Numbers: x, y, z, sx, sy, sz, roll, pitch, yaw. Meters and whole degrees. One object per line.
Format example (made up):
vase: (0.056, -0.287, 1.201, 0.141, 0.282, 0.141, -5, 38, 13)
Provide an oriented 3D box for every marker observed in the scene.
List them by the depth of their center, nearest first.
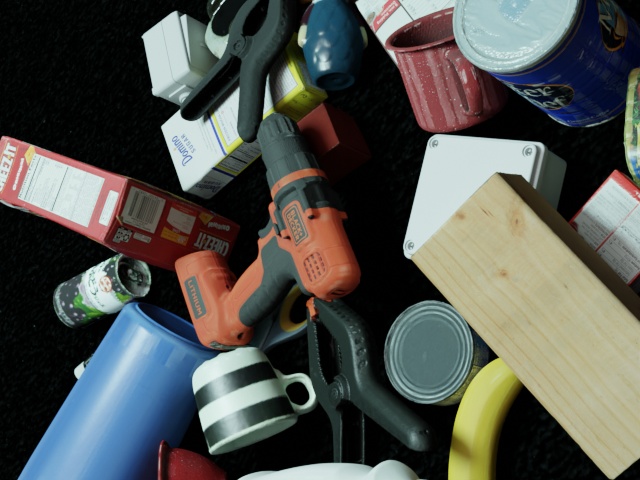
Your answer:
marker: (-0.221, 0.111, 1.150, 0.121, 0.020, 0.020, -41, 56, 22)

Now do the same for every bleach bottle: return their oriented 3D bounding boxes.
bleach bottle: (0.012, 0.216, 0.847, 0.251, 0.068, 0.102, -35, 59, 54)

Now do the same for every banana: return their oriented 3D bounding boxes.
banana: (0.133, 0.174, 0.841, 0.070, 0.037, 0.198, 8, 82, 40)

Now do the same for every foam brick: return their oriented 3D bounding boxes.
foam brick: (-0.002, -0.084, 1.011, 0.078, 0.052, 0.051, -35, 59, 26)

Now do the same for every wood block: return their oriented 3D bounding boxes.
wood block: (0.174, 0.056, 0.764, 0.090, 0.090, 0.206, -46, 75, 18)

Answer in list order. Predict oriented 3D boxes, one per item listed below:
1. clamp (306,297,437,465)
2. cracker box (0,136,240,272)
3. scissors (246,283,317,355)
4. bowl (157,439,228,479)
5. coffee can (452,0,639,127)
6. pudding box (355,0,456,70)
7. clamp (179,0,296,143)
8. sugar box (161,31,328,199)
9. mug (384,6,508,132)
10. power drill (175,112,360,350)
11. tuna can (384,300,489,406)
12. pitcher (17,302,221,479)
clamp: (0.033, 0.129, 0.907, 0.165, 0.036, 0.210, -54, 42, 47)
cracker box: (-0.215, -0.032, 1.091, 0.214, 0.164, 0.072, 19, 87, 40)
scissors: (-0.049, 0.112, 1.017, 0.096, 0.016, 0.202, 10, 84, 39)
bowl: (-0.106, 0.257, 0.960, 0.055, 0.162, 0.162, -8, 68, -3)
coffee can: (0.182, -0.157, 0.828, 0.103, 0.140, 0.103, -12, 70, 35)
pudding box: (0.093, -0.209, 0.980, 0.090, 0.039, 0.113, -43, 57, 20)
clamp: (-0.065, -0.174, 1.032, 0.120, 0.039, 0.171, 36, 99, 41)
sugar box: (-0.081, -0.130, 1.091, 0.176, 0.048, 0.093, -39, 56, 27)
mug: (0.113, -0.139, 0.890, 0.093, 0.081, 0.117, -23, 24, -2)
power drill: (-0.056, 0.001, 0.975, 0.188, 0.057, 0.184, -41, 58, 37)
tuna can: (0.098, 0.095, 0.893, 0.086, 0.033, 0.086, -12, 71, 36)
pitcher: (-0.201, 0.185, 1.055, 0.149, 0.144, 0.243, 31, 94, 27)
